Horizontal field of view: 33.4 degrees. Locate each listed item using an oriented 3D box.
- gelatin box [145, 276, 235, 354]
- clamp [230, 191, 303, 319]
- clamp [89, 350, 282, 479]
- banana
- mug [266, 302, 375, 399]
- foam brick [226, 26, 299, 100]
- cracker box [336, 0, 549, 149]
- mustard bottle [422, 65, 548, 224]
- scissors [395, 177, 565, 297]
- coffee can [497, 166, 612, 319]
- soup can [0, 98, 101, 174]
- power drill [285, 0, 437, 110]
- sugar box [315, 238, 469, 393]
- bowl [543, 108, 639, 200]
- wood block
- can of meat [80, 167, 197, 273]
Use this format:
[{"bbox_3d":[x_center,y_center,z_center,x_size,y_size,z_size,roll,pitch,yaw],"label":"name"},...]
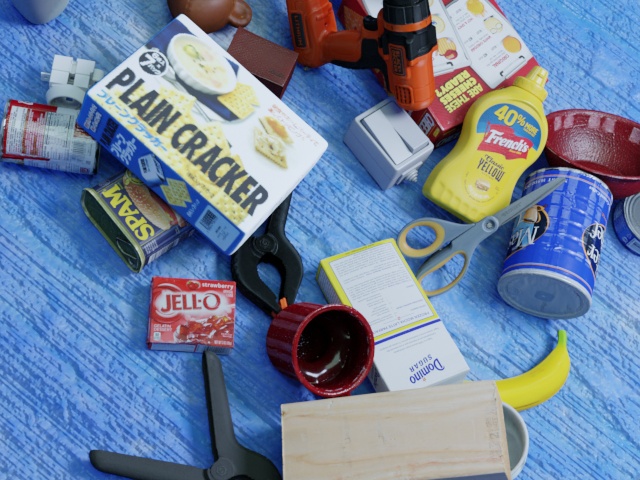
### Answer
[{"bbox_3d":[-0.134,0.077,1.108,0.089,0.030,0.073,5,66,-12],"label":"gelatin box"},{"bbox_3d":[-0.058,0.001,1.157,0.120,0.039,0.171,-23,78,-17],"label":"clamp"},{"bbox_3d":[-0.111,0.231,1.044,0.164,0.036,0.210,-34,79,-24],"label":"clamp"},{"bbox_3d":[0.198,0.156,1.156,0.197,0.037,0.070,-15,53,-21],"label":"banana"},{"bbox_3d":[0.000,0.117,1.088,0.093,0.082,0.117,-28,105,-22],"label":"mug"},{"bbox_3d":[-0.072,-0.199,1.231,0.078,0.051,0.053,25,65,-2],"label":"foam brick"},{"bbox_3d":[0.145,-0.233,1.289,0.164,0.072,0.214,-26,77,-21],"label":"cracker box"},{"bbox_3d":[0.202,-0.111,1.212,0.096,0.058,0.191,30,91,-13],"label":"mustard bottle"},{"bbox_3d":[0.166,-0.025,1.176,0.096,0.016,0.202,42,97,0],"label":"scissors"},{"bbox_3d":[0.264,0.004,1.198,0.102,0.103,0.140,21,64,-4],"label":"coffee can"},{"bbox_3d":[-0.284,-0.109,1.131,0.102,0.069,0.068,8,66,-11],"label":"soup can"},{"bbox_3d":[0.045,-0.245,1.191,0.188,0.184,0.057,23,44,40],"label":"power drill"},{"bbox_3d":[0.074,0.087,1.133,0.093,0.048,0.176,-18,64,-19],"label":"sugar box"},{"bbox_3d":[0.330,-0.094,1.262,0.162,0.055,0.162,6,34,-4],"label":"bowl"},{"bbox_3d":[0.074,0.198,1.029,0.206,0.090,0.090,-8,66,12],"label":"wood block"},{"bbox_3d":[-0.188,-0.030,1.128,0.083,0.057,0.102,-36,80,-27],"label":"can of meat"}]
